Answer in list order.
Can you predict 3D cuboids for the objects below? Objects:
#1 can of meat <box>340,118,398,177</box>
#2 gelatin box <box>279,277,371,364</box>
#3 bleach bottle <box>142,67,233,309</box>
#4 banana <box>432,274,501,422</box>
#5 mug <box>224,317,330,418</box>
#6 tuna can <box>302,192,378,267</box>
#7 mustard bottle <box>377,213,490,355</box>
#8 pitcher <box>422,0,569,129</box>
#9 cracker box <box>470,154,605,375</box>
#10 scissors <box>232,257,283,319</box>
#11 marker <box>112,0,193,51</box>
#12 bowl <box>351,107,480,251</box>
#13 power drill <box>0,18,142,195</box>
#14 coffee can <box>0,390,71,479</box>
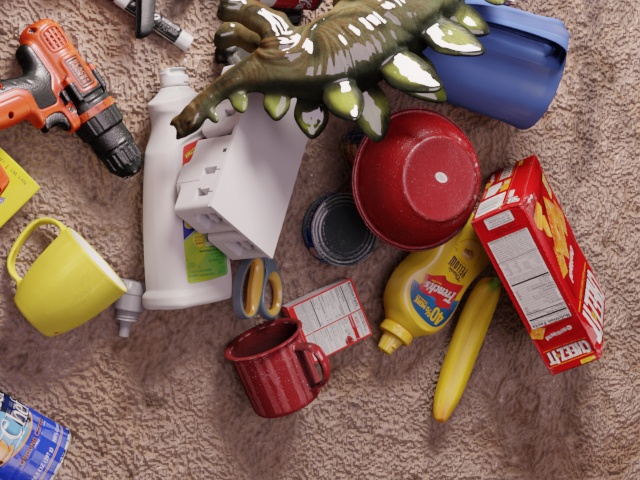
[{"bbox_3d":[0.073,-0.085,1.225,0.057,0.084,0.102,-26,102,-19],"label":"can of meat"},{"bbox_3d":[0.007,0.093,1.236,0.089,0.030,0.073,-25,100,-19],"label":"gelatin box"},{"bbox_3d":[-0.151,-0.057,1.136,0.102,0.068,0.251,-10,96,-53],"label":"bleach bottle"},{"bbox_3d":[0.175,0.122,1.285,0.037,0.069,0.198,22,104,14],"label":"banana"},{"bbox_3d":[-0.039,0.141,1.178,0.093,0.117,0.081,-45,118,-53],"label":"mug"},{"bbox_3d":[0.023,-0.013,1.235,0.086,0.034,0.086,-1,93,-22],"label":"tuna can"},{"bbox_3d":[0.129,0.053,1.267,0.096,0.058,0.191,44,77,-36],"label":"mustard bottle"},{"bbox_3d":[0.152,-0.224,1.210,0.242,0.145,0.149,14,122,-14],"label":"pitcher"},{"bbox_3d":[0.266,0.025,1.267,0.072,0.164,0.213,-24,104,25],"label":"cracker box"},{"bbox_3d":[-0.058,0.001,1.207,0.096,0.016,0.201,46,50,-51],"label":"scissors"},{"bbox_3d":[-0.191,-0.244,1.145,0.121,0.020,0.020,32,81,-20],"label":"marker"},{"bbox_3d":[0.118,-0.067,1.167,0.161,0.055,0.162,-1,93,-23],"label":"bowl"},{"bbox_3d":[-0.283,-0.109,1.062,0.184,0.057,0.187,56,48,-10],"label":"power drill"},{"bbox_3d":[-0.336,0.199,1.062,0.140,0.103,0.103,36,79,-20],"label":"coffee can"}]
